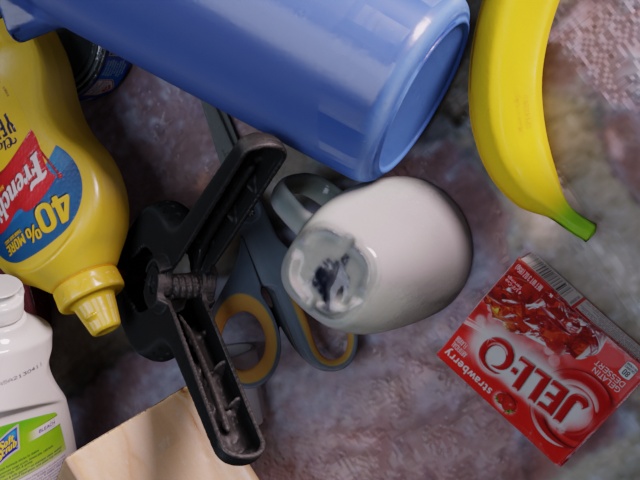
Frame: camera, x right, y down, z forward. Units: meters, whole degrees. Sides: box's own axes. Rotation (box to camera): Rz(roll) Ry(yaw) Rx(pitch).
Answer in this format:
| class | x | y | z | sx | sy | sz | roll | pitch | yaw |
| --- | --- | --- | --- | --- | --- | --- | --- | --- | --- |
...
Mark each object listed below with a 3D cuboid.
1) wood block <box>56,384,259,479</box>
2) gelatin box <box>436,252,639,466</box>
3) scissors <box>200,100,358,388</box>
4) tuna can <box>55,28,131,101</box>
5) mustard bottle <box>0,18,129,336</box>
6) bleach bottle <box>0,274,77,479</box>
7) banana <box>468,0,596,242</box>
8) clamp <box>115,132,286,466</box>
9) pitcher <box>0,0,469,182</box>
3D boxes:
| class | x | y | z | sx | sy | sz | roll | pitch | yaw |
| --- | --- | --- | --- | --- | --- | --- | --- | --- | --- |
| wood block | -0.061 | 0.198 | 0.624 | 0.206 | 0.090 | 0.091 | 57 | 157 | 8 |
| gelatin box | 0.119 | 0.063 | 0.565 | 0.089 | 0.030 | 0.073 | 43 | 114 | 16 |
| scissors | -0.054 | 0.001 | 0.637 | 0.096 | 0.016 | 0.202 | -35 | 80 | -4 |
| tuna can | -0.161 | -0.131 | 0.683 | 0.086 | 0.033 | 0.086 | 4 | 99 | 27 |
| mustard bottle | -0.166 | -0.031 | 0.639 | 0.096 | 0.058 | 0.192 | -31 | 78 | 22 |
| bleach bottle | -0.191 | 0.134 | 0.666 | 0.068 | 0.102 | 0.251 | 20 | 120 | 26 |
| banana | 0.112 | -0.100 | 0.546 | 0.070 | 0.037 | 0.198 | 3 | 100 | 8 |
| clamp | -0.077 | 0.035 | 0.600 | 0.210 | 0.036 | 0.164 | -8 | 78 | 60 |
| pitcher | -0.042 | -0.143 | 0.565 | 0.243 | 0.144 | 0.149 | 31 | 137 | 13 |
